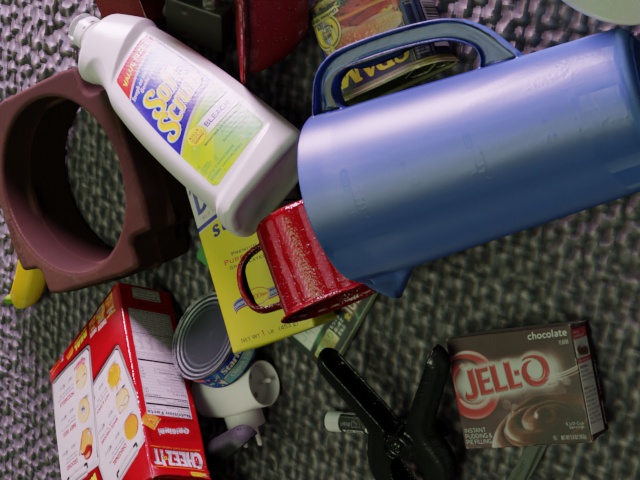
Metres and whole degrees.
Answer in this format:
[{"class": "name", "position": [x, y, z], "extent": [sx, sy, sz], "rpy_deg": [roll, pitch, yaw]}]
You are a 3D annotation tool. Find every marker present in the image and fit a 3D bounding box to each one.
[{"class": "marker", "position": [0.057, 0.162, 0.932], "extent": [0.121, 0.020, 0.020], "rpy_deg": [-2, 101, 36]}]

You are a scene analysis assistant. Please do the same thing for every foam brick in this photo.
[{"class": "foam brick", "position": [-0.172, -0.226, 0.981], "extent": [0.053, 0.051, 0.078], "rpy_deg": [-24, 88, 37]}]

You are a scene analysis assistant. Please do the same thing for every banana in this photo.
[{"class": "banana", "position": [-0.314, 0.000, 1.151], "extent": [0.070, 0.037, 0.198], "rpy_deg": [28, 117, 27]}]

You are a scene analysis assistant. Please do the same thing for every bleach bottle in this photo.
[{"class": "bleach bottle", "position": [-0.128, -0.113, 0.904], "extent": [0.251, 0.068, 0.102], "rpy_deg": [37, 86, 23]}]

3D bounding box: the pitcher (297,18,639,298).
[{"class": "pitcher", "position": [0.111, -0.070, 0.751], "extent": [0.243, 0.149, 0.145], "rpy_deg": [-17, 47, 26]}]

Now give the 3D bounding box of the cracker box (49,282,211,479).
[{"class": "cracker box", "position": [-0.189, 0.175, 1.032], "extent": [0.164, 0.072, 0.214], "rpy_deg": [-48, 45, 34]}]

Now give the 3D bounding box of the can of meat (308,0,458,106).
[{"class": "can of meat", "position": [0.047, -0.160, 0.836], "extent": [0.102, 0.057, 0.084], "rpy_deg": [-20, 87, 37]}]

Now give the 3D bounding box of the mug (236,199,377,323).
[{"class": "mug", "position": [-0.012, 0.017, 0.857], "extent": [0.117, 0.093, 0.081], "rpy_deg": [-23, 79, 11]}]

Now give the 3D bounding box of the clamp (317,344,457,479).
[{"class": "clamp", "position": [0.060, 0.158, 0.889], "extent": [0.120, 0.039, 0.171], "rpy_deg": [7, 115, 36]}]

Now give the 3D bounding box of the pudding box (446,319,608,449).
[{"class": "pudding box", "position": [0.159, 0.112, 0.829], "extent": [0.114, 0.039, 0.090], "rpy_deg": [-12, 88, 36]}]

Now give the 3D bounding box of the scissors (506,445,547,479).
[{"class": "scissors", "position": [0.136, 0.216, 0.892], "extent": [0.096, 0.016, 0.202], "rpy_deg": [20, 107, 36]}]

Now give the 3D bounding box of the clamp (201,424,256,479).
[{"class": "clamp", "position": [-0.106, 0.235, 1.045], "extent": [0.210, 0.036, 0.164], "rpy_deg": [4, 120, 48]}]

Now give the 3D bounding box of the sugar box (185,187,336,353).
[{"class": "sugar box", "position": [-0.056, 0.001, 0.937], "extent": [0.093, 0.048, 0.176], "rpy_deg": [-22, 84, 30]}]

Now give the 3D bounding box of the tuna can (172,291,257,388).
[{"class": "tuna can", "position": [-0.097, 0.093, 0.994], "extent": [0.086, 0.033, 0.086], "rpy_deg": [-23, 53, 34]}]

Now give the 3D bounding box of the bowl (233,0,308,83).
[{"class": "bowl", "position": [-0.041, -0.208, 0.856], "extent": [0.055, 0.162, 0.162], "rpy_deg": [-3, 103, -5]}]
